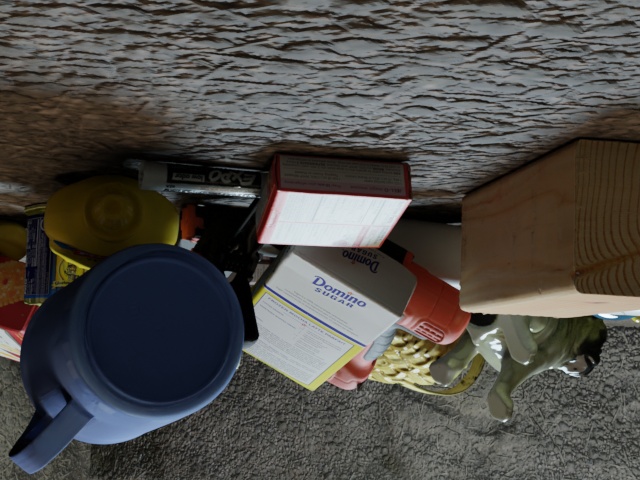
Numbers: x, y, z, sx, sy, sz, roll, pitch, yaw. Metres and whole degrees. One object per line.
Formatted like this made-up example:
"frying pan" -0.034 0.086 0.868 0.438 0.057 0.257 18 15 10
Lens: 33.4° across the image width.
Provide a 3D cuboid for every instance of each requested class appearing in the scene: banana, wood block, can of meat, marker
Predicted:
"banana" -0.322 0.001 1.039 0.069 0.037 0.198 28 162 -20
"wood block" 0.166 0.000 0.696 0.090 0.090 0.206 4 173 -10
"can of meat" -0.205 0.017 0.923 0.101 0.084 0.058 7 171 -41
"marker" -0.059 -0.039 0.708 0.121 0.020 0.020 4 173 -20

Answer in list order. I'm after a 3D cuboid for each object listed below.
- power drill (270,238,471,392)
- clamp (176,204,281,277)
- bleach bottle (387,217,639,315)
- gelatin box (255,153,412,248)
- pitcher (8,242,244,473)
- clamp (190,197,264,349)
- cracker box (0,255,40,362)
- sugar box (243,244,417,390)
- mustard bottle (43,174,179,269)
"power drill" 0.012 0.051 0.897 0.184 0.057 0.188 31 150 -4
"clamp" -0.056 0.001 0.959 0.165 0.036 0.209 -6 168 17
"bleach bottle" 0.176 0.028 0.873 0.251 0.068 0.102 5 167 32
"gelatin box" 0.007 -0.025 0.690 0.089 0.030 0.073 2 154 -13
"pitcher" -0.140 0.082 0.742 0.144 0.149 0.243 -1 170 -19
"clamp" -0.067 0.025 0.800 0.039 0.120 0.172 23 164 -16
"cracker box" -0.325 0.060 1.033 0.214 0.072 0.164 14 160 20
"sugar box" -0.005 0.051 0.816 0.093 0.048 0.176 32 145 -7
"mustard bottle" -0.154 -0.012 0.789 0.096 0.058 0.192 7 172 -11
